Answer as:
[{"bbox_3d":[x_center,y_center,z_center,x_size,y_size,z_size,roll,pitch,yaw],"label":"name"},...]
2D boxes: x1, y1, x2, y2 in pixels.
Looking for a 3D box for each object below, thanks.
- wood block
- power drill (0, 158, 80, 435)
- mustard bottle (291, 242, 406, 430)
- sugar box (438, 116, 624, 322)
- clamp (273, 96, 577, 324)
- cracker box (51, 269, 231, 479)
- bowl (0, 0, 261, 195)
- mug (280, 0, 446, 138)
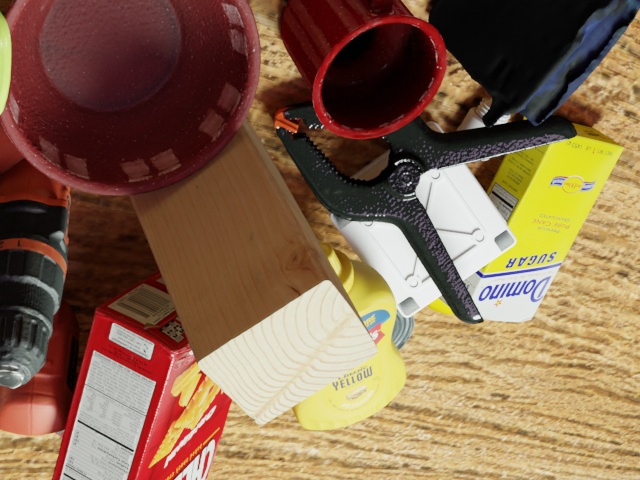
[{"bbox_3d":[-0.054,0.001,0.692,0.091,0.206,0.090,-32,139,2],"label":"wood block"},{"bbox_3d":[-0.190,0.050,0.699,0.057,0.184,0.188,5,140,-10],"label":"power drill"},{"bbox_3d":[0.011,0.067,0.798,0.096,0.058,0.191,-21,141,-8],"label":"mustard bottle"},{"bbox_3d":[0.175,-0.015,0.895,0.093,0.048,0.176,6,115,-39],"label":"sugar box"},{"bbox_3d":[0.069,-0.055,0.764,0.210,0.036,0.165,30,99,-8],"label":"clamp"},{"bbox_3d":[-0.118,0.122,0.794,0.164,0.072,0.214,-38,151,-61],"label":"cracker box"},{"bbox_3d":[-0.120,-0.110,0.645,0.162,0.055,0.162,-12,123,-19],"label":"bowl"},{"bbox_3d":[0.025,-0.136,0.692,0.093,0.081,0.117,-13,136,-18],"label":"mug"}]
